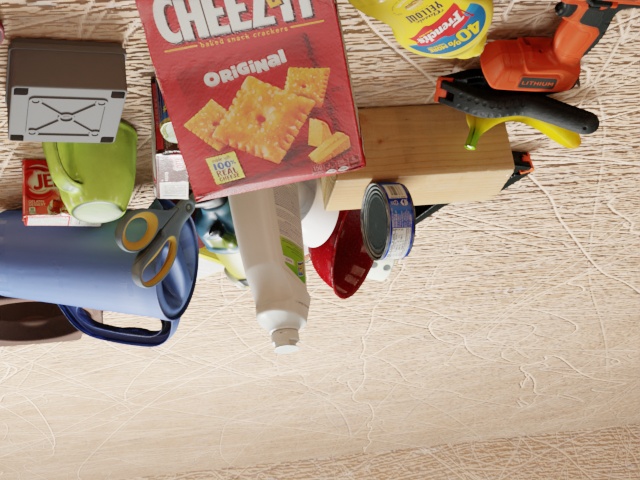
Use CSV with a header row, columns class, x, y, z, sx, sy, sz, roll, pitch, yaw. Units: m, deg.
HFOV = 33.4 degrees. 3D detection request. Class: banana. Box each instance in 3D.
class,x,y,z,sx,sy,sz,roll,pitch,yaw
banana,0.227,-0.138,1.206,0.197,0.069,0.037,-5,-170,-38

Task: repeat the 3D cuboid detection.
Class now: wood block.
class,x,y,z,sx,sy,sz,roll,pitch,yaw
wood block,0.106,-0.096,1.233,0.206,0.090,0.091,-4,159,-10

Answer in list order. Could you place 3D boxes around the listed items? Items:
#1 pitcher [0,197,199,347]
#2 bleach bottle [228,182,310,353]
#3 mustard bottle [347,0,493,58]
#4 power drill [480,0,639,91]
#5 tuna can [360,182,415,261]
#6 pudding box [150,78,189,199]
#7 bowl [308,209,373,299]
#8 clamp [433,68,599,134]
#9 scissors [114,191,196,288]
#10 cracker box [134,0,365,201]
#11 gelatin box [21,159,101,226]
class,x,y,z,sx,sy,sz,roll,pitch,yaw
pitcher,-0.277,0.032,1.288,0.243,0.149,0.145,3,154,16
bleach bottle,-0.058,0.001,1.198,0.068,0.251,0.102,-19,156,25
mustard bottle,0.105,-0.215,0.981,0.096,0.058,0.191,-25,154,25
power drill,0.228,-0.214,1.026,0.184,0.057,0.188,0,157,-20
tuna can,0.074,-0.021,1.170,0.033,0.086,0.086,-3,158,-17
pudding box,-0.157,-0.105,1.118,0.039,0.090,0.114,-2,158,-11
bowl,0.028,-0.008,1.386,0.055,0.162,0.162,16,166,22
clamp,0.209,-0.159,1.140,0.171,0.120,0.039,11,119,3
scissors,-0.165,-0.042,1.194,0.016,0.201,0.096,6,151,39
cracker box,-0.057,-0.149,0.937,0.164,0.072,0.213,-10,125,4
gelatin box,-0.294,-0.055,1.216,0.089,0.073,0.030,1,156,-19
